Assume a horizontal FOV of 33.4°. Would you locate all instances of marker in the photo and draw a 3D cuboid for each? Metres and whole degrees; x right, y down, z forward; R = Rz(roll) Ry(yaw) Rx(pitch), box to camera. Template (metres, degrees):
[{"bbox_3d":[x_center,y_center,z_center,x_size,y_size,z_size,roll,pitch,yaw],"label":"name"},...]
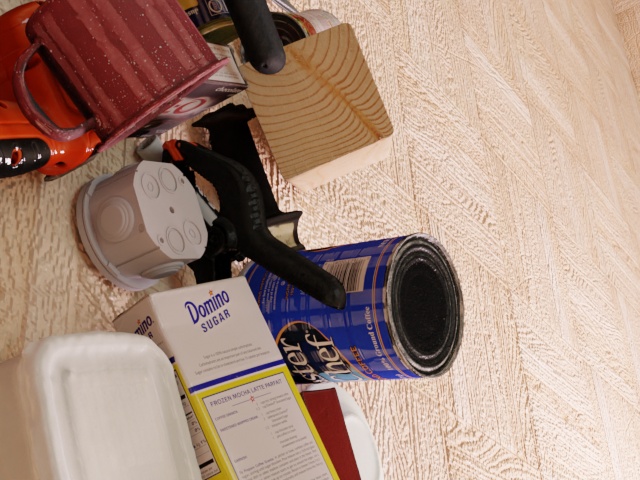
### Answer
[{"bbox_3d":[-0.092,-0.028,0.792,0.121,0.020,0.020,53,30,-29],"label":"marker"}]

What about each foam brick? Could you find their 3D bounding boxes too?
[{"bbox_3d":[-0.011,0.151,0.769,0.051,0.053,0.078,9,62,-60],"label":"foam brick"}]

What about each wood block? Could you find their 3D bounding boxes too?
[{"bbox_3d":[0.002,-0.100,0.862,0.206,0.090,0.091,7,61,-87],"label":"wood block"}]

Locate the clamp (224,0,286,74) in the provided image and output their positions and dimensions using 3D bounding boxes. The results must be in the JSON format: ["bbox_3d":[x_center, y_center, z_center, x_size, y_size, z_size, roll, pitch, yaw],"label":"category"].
[{"bbox_3d":[-0.072,-0.237,0.732,0.210,0.036,0.164,56,27,-34],"label":"clamp"}]

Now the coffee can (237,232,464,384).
[{"bbox_3d":[0.019,0.053,0.777,0.102,0.141,0.103,15,72,-51],"label":"coffee can"}]

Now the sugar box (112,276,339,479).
[{"bbox_3d":[-0.052,0.112,0.656,0.093,0.048,0.176,-8,66,-54],"label":"sugar box"}]

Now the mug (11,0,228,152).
[{"bbox_3d":[-0.121,-0.103,0.603,0.117,0.093,0.081,-39,99,-25],"label":"mug"}]

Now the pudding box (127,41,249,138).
[{"bbox_3d":[-0.116,-0.103,0.726,0.113,0.090,0.039,-15,83,-64],"label":"pudding box"}]

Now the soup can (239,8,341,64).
[{"bbox_3d":[-0.023,-0.180,0.988,0.068,0.069,0.102,66,25,-4],"label":"soup can"}]

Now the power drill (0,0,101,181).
[{"bbox_3d":[-0.209,-0.088,0.581,0.187,0.057,0.184,-30,97,-62],"label":"power drill"}]

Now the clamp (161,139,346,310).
[{"bbox_3d":[-0.055,0.001,0.731,0.171,0.120,0.039,70,16,9],"label":"clamp"}]
